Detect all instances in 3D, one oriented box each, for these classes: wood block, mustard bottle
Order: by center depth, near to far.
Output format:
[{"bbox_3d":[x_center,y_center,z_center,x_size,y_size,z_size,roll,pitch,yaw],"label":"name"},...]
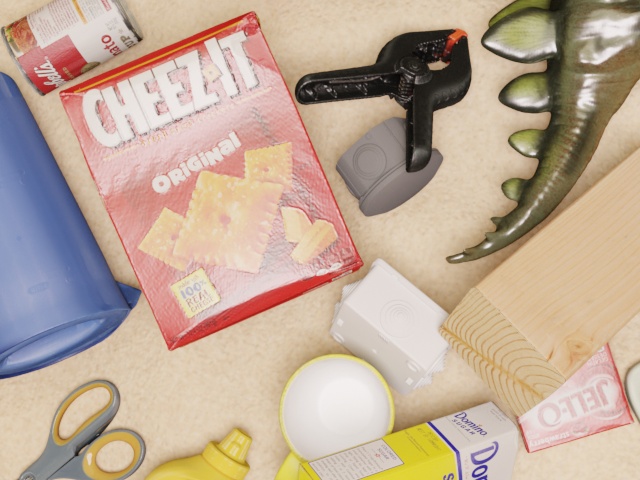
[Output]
[{"bbox_3d":[0.200,0.026,0.801,0.205,0.090,0.091,-37,77,-25],"label":"wood block"},{"bbox_3d":[-0.115,0.238,0.875,0.096,0.058,0.191,33,88,0],"label":"mustard bottle"}]

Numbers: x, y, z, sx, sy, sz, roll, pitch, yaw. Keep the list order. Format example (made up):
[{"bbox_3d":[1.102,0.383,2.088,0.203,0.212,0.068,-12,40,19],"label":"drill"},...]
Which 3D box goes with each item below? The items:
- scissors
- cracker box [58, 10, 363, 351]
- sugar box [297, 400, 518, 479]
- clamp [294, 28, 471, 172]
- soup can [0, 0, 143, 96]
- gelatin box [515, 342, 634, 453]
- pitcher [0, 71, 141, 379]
[{"bbox_3d":[-0.228,0.211,0.913,0.096,0.016,0.202,37,90,9],"label":"scissors"},{"bbox_3d":[-0.082,-0.045,0.823,0.164,0.072,0.214,-23,91,-2],"label":"cracker box"},{"bbox_3d":[0.066,0.189,0.804,0.176,0.048,0.093,-12,124,-26],"label":"sugar box"},{"bbox_3d":[0.060,-0.128,0.856,0.120,0.039,0.171,32,45,6],"label":"clamp"},{"bbox_3d":[-0.214,-0.179,0.924,0.102,0.068,0.068,-28,82,2],"label":"soup can"},{"bbox_3d":[0.199,0.124,0.864,0.089,0.030,0.073,-17,83,7],"label":"gelatin box"},{"bbox_3d":[-0.270,-0.012,0.880,0.145,0.149,0.243,-29,78,15],"label":"pitcher"}]
